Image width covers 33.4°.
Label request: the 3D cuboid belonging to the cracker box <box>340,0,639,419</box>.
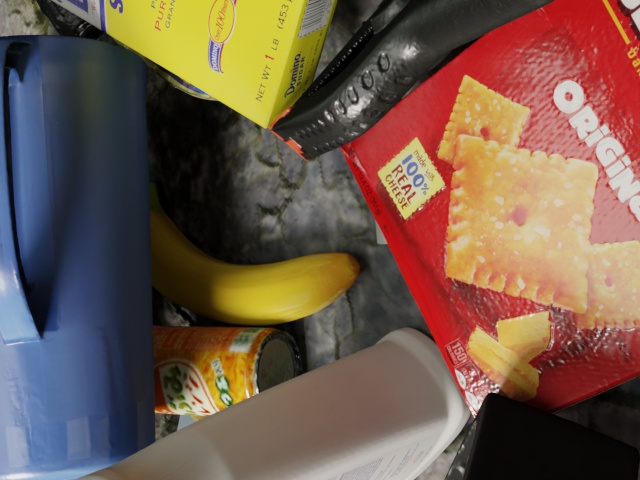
[{"bbox_3d":[0.128,-0.026,0.466,0.214,0.071,0.164,-35,74,39],"label":"cracker box"}]

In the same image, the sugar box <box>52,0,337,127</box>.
[{"bbox_3d":[-0.077,-0.143,0.567,0.176,0.048,0.093,30,124,17],"label":"sugar box"}]

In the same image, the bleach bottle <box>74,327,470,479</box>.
[{"bbox_3d":[-0.035,0.112,0.513,0.068,0.250,0.103,50,126,24],"label":"bleach bottle"}]

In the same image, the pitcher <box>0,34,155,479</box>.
[{"bbox_3d":[-0.157,0.013,0.597,0.145,0.148,0.243,-15,78,42],"label":"pitcher"}]

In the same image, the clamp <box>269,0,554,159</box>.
[{"bbox_3d":[0.046,-0.096,0.476,0.036,0.164,0.210,40,125,-13],"label":"clamp"}]

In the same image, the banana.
[{"bbox_3d":[-0.059,0.017,0.663,0.198,0.037,0.070,20,110,38],"label":"banana"}]
